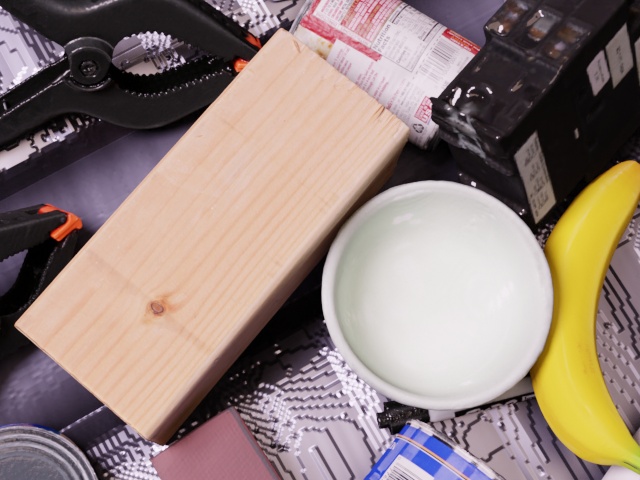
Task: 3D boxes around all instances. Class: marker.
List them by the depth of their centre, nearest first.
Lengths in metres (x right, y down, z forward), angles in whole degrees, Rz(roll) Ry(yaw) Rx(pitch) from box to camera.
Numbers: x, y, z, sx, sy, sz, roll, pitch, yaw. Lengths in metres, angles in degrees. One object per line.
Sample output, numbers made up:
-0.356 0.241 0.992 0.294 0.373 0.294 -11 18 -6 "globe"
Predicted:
0.090 0.086 0.596 0.121 0.020 0.020 -13 78 -5 "marker"

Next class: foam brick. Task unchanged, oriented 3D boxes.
-0.046 0.135 0.564 0.051 0.053 0.078 -33 79 -9 "foam brick"

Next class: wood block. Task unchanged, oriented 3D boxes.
-0.054 0.000 0.576 0.091 0.090 0.206 39 79 6 "wood block"

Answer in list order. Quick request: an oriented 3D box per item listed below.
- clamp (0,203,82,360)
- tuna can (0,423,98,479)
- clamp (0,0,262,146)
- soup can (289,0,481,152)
-0.198 0.041 0.559 0.039 0.120 0.171 20 70 35 "clamp"
-0.159 0.139 0.559 0.086 0.034 0.086 1 85 -14 "tuna can"
-0.134 -0.111 0.586 0.209 0.165 0.036 -7 42 -11 "clamp"
0.037 -0.104 0.614 0.102 0.068 0.068 32 78 5 "soup can"
